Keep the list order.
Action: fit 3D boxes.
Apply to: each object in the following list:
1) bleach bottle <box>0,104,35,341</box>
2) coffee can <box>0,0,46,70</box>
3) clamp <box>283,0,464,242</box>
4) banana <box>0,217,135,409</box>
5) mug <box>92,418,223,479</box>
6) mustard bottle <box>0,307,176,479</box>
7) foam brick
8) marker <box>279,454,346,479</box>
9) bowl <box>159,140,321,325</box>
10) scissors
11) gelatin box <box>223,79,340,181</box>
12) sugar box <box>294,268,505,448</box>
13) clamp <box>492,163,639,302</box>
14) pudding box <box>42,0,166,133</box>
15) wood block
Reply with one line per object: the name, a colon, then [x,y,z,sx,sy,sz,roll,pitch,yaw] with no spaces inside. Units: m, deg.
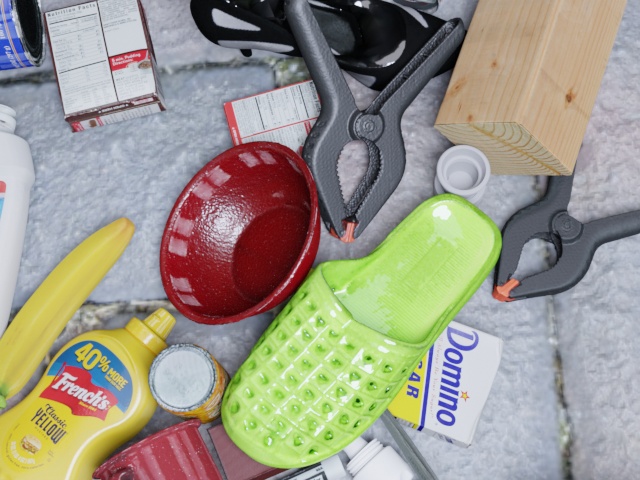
bleach bottle: [-0.307,0.001,0.915,0.102,0.068,0.251,5,72,2]
coffee can: [-0.328,-0.197,0.951,0.140,0.103,0.103,-7,74,0]
clamp: [0.025,-0.105,0.898,0.164,0.036,0.210,12,98,-24]
banana: [-0.222,0.062,0.891,0.070,0.037,0.197,-3,48,44]
mug: [-0.119,0.193,0.803,0.093,0.117,0.081,-33,75,15]
mustard bottle: [-0.188,0.131,0.872,0.096,0.058,0.191,36,78,25]
foam brick: [-0.044,0.162,0.859,0.078,0.053,0.051,-22,74,-4]
marker: [-0.038,0.206,0.864,0.121,0.020,0.020,-23,74,-4]
bowl: [-0.056,0.001,0.885,0.162,0.055,0.162,-17,59,30]
scissors: [0.094,0.215,0.808,0.016,0.096,0.202,-16,41,-32]
gelatin box: [-0.034,-0.096,0.946,0.089,0.030,0.073,-15,72,-2]
sugar box: [0.054,0.096,0.878,0.176,0.048,0.093,19,76,9]
clamp: [0.217,-0.007,0.905,0.120,0.039,0.171,34,81,16]
pudding box: [-0.196,-0.163,0.969,0.090,0.039,0.113,-14,72,-1]
wood block: [0.186,-0.168,0.909,0.090,0.090,0.206,5,68,47]
